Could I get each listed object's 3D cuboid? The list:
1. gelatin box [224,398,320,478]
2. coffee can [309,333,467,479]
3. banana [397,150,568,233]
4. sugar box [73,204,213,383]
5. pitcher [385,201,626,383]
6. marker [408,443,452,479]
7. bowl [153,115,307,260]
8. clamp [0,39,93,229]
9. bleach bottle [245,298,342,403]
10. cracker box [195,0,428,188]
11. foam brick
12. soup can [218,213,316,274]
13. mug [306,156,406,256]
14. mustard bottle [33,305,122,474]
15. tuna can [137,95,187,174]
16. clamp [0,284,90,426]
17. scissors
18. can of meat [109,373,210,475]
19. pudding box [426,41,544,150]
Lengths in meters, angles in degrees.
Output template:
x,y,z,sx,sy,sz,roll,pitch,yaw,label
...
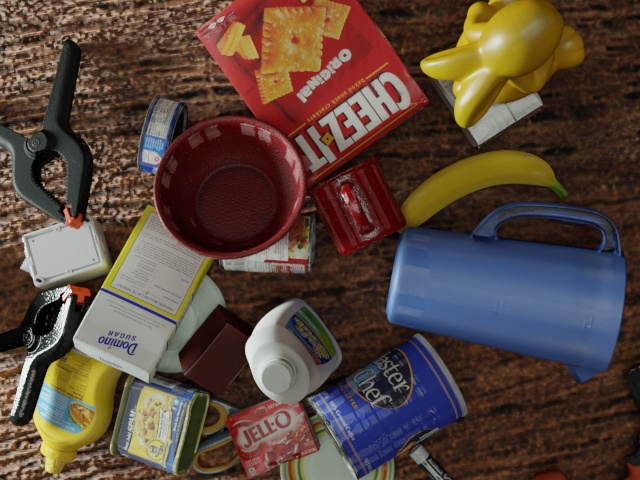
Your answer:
x,y,z,sx,sy,sz,roll,pitch,yaw,label
-0.054,0.216,1.199,0.089,0.030,0.073,-22,89,4,gelatin box
0.073,0.180,1.158,0.140,0.103,0.103,-30,92,-7,coffee can
0.172,-0.060,1.180,0.198,0.037,0.069,-12,94,4,banana
-0.188,0.057,1.168,0.093,0.048,0.176,25,68,2,sugar box
0.199,0.046,1.144,0.243,0.145,0.149,10,59,5,pitcher
0.148,0.282,1.217,0.020,0.020,0.121,-42,91,5,marker
-0.093,-0.049,1.134,0.162,0.055,0.162,-1,72,3,bowl
-0.318,-0.104,1.184,0.164,0.036,0.210,-21,75,8,clamp
-0.029,0.123,1.098,0.068,0.251,0.102,-35,92,5,bleach bottle
-0.009,-0.188,1.163,0.164,0.072,0.213,-36,92,6,cracker box
-0.114,0.123,1.196,0.053,0.051,0.078,37,96,-26,foam brick
-0.058,0.001,1.183,0.102,0.068,0.068,3,95,3,soup can
0.041,-0.035,1.147,0.093,0.117,0.081,-27,89,2,mug
-0.276,0.174,1.211,0.096,0.058,0.192,21,96,21,mustard bottle
-0.173,-0.114,1.171,0.034,0.086,0.086,14,95,0,tuna can
-0.310,0.121,1.180,0.172,0.039,0.120,-41,65,26,clamp
-0.074,0.191,1.225,0.202,0.016,0.096,-37,92,5,scissors
-0.179,0.204,1.201,0.084,0.057,0.102,16,95,17,can of meat
0.179,-0.169,1.171,0.090,0.039,0.113,-32,90,4,pudding box
